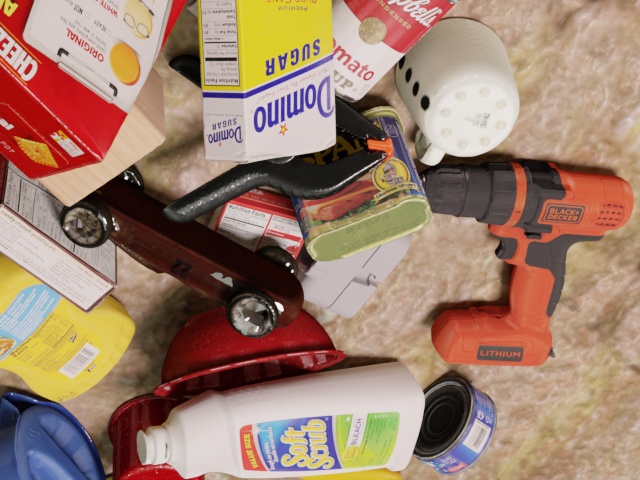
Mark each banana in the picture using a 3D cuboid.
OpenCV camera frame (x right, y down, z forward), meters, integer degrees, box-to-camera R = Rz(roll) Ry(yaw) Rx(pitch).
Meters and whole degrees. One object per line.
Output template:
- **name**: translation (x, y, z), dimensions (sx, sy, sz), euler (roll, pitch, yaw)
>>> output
- **banana**: translation (-0.001, 0.201, 1.018), dimensions (0.070, 0.037, 0.197), euler (-34, 124, 17)

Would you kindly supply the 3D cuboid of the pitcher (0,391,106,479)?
- **pitcher**: translation (-0.316, 0.257, 0.949), dimensions (0.243, 0.149, 0.145), euler (-25, 138, 14)

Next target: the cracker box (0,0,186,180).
- **cracker box**: translation (-0.159, -0.168, 0.609), dimensions (0.072, 0.213, 0.164), euler (-12, 135, 36)

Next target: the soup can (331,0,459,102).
- **soup can**: translation (0.037, -0.154, 0.739), dimensions (0.068, 0.068, 0.102), euler (34, 116, -29)

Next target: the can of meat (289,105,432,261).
- **can of meat**: translation (0.025, -0.040, 0.802), dimensions (0.102, 0.084, 0.057), euler (-21, 153, 7)

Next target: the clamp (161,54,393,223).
- **clamp**: translation (-0.035, -0.080, 0.764), dimensions (0.171, 0.039, 0.120), euler (-6, 95, 2)

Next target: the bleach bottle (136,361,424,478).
- **bleach bottle**: translation (-0.036, 0.167, 0.927), dimensions (0.250, 0.068, 0.103), euler (-4, 124, -27)

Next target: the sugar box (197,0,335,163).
- **sugar box**: translation (-0.034, -0.142, 0.681), dimensions (0.048, 0.093, 0.176), euler (4, 103, 39)

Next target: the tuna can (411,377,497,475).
- **tuna can**: translation (0.119, 0.170, 0.983), dimensions (0.033, 0.086, 0.086), euler (35, 114, -28)

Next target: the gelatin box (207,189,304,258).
- **gelatin box**: translation (-0.056, 0.001, 0.864), dimensions (0.073, 0.030, 0.089), euler (15, 123, -17)

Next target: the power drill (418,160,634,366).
- **power drill**: translation (0.151, 0.019, 0.892), dimensions (0.184, 0.057, 0.188), euler (5, 126, -12)

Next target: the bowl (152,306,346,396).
- **bowl**: translation (-0.062, 0.086, 0.883), dimensions (0.162, 0.055, 0.162), euler (-11, 167, -3)

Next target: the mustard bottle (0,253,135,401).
- **mustard bottle**: translation (-0.233, 0.056, 0.822), dimensions (0.096, 0.058, 0.191), euler (-43, 143, 3)

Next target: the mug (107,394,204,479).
- **mug**: translation (-0.138, 0.193, 0.962), dimensions (0.117, 0.081, 0.093), euler (-39, 123, 19)

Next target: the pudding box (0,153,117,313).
- **pudding box**: translation (-0.203, -0.011, 0.795), dimensions (0.039, 0.090, 0.113), euler (-39, 123, 18)
